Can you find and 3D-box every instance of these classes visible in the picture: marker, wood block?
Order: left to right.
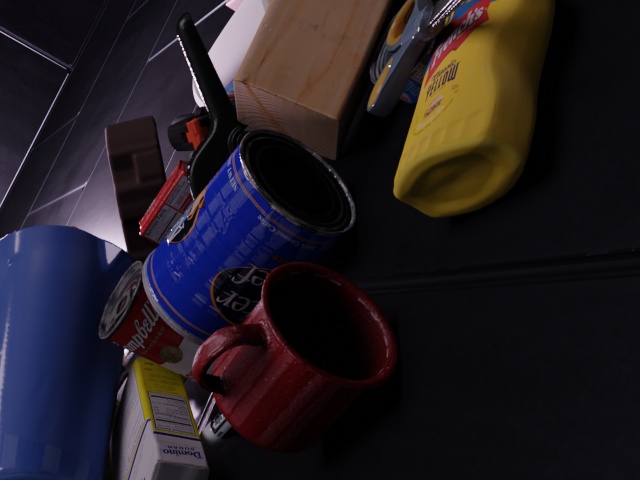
[{"bbox_3d":[-0.047,0.109,0.767,0.121,0.020,0.020,-49,24,28],"label":"marker"},{"bbox_3d":[0.012,-0.184,0.862,0.091,0.090,0.206,96,-163,-75],"label":"wood block"}]

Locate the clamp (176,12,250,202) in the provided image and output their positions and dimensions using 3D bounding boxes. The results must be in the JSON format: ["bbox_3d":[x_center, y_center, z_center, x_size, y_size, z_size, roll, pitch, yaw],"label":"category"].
[{"bbox_3d":[-0.050,-0.085,0.914,0.036,0.164,0.210,67,-152,-88],"label":"clamp"}]

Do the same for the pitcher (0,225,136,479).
[{"bbox_3d":[-0.236,0.120,0.889,0.149,0.145,0.243,110,163,-47],"label":"pitcher"}]

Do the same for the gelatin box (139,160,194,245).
[{"bbox_3d":[-0.108,-0.020,0.965,0.073,0.089,0.030,-54,22,17],"label":"gelatin box"}]

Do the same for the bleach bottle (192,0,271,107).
[{"bbox_3d":[-0.061,-0.185,1.078,0.251,0.102,0.068,-35,66,60],"label":"bleach bottle"}]

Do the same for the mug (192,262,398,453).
[{"bbox_3d":[-0.023,0.073,0.635,0.082,0.117,0.093,-52,50,34],"label":"mug"}]

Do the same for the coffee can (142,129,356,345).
[{"bbox_3d":[-0.055,0.001,0.804,0.140,0.102,0.103,-48,25,30],"label":"coffee can"}]

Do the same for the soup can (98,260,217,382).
[{"bbox_3d":[-0.117,0.069,0.857,0.069,0.102,0.068,-48,25,30],"label":"soup can"}]

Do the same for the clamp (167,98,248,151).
[{"bbox_3d":[-0.109,-0.111,1.019,0.120,0.039,0.171,-21,8,20],"label":"clamp"}]

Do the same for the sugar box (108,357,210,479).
[{"bbox_3d":[-0.127,0.168,0.817,0.176,0.048,0.093,-131,56,-65],"label":"sugar box"}]

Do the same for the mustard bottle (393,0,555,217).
[{"bbox_3d":[0.101,-0.112,0.657,0.096,0.058,0.191,-37,31,56],"label":"mustard bottle"}]

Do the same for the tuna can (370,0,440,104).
[{"bbox_3d":[0.075,-0.144,0.785,0.086,0.033,0.086,-48,25,31],"label":"tuna can"}]

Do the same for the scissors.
[{"bbox_3d":[0.059,-0.118,0.666,0.202,0.016,0.096,-108,39,-77],"label":"scissors"}]
